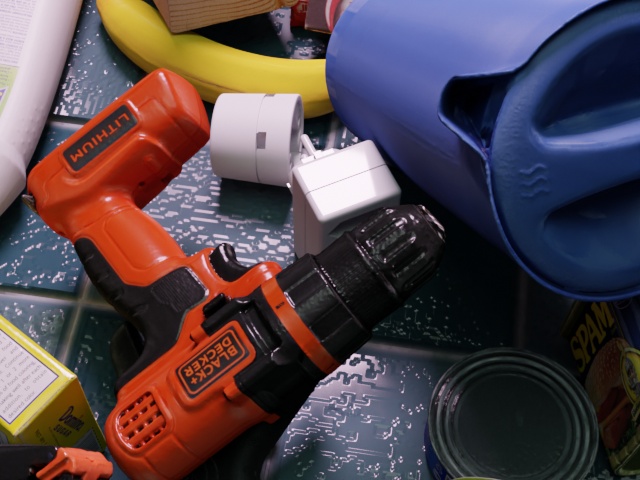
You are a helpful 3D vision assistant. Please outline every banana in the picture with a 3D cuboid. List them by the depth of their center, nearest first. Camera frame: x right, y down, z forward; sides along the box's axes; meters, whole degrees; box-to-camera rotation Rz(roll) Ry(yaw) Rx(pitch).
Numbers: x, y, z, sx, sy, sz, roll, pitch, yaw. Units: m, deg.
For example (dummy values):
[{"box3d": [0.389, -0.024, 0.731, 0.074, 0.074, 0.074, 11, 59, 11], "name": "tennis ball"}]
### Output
[{"box3d": [-0.061, -0.114, 0.680, 0.198, 0.037, 0.069, 15, 42, 7], "name": "banana"}]

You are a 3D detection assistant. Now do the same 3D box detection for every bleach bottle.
[{"box3d": [-0.214, -0.100, 0.654, 0.102, 0.068, 0.250, 6, 61, 5], "name": "bleach bottle"}]

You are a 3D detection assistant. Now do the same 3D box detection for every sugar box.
[{"box3d": [-0.191, 0.051, 0.542, 0.176, 0.093, 0.048, 37, 64, 19], "name": "sugar box"}]

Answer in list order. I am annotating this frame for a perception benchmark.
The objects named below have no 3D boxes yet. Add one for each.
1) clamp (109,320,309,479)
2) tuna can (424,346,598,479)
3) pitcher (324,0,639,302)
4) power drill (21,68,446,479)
[{"box3d": [-0.051, 0.115, 0.525, 0.120, 0.039, 0.171, -10, 65, 18], "name": "clamp"}, {"box3d": [0.096, 0.100, 0.548, 0.086, 0.034, 0.086, 0, 58, 0], "name": "tuna can"}, {"box3d": [0.100, -0.069, 0.547, 0.145, 0.149, 0.243, -34, 26, -7], "name": "pitcher"}, {"box3d": [-0.053, 0.001, 0.525, 0.184, 0.057, 0.188, -37, 57, 2], "name": "power drill"}]
